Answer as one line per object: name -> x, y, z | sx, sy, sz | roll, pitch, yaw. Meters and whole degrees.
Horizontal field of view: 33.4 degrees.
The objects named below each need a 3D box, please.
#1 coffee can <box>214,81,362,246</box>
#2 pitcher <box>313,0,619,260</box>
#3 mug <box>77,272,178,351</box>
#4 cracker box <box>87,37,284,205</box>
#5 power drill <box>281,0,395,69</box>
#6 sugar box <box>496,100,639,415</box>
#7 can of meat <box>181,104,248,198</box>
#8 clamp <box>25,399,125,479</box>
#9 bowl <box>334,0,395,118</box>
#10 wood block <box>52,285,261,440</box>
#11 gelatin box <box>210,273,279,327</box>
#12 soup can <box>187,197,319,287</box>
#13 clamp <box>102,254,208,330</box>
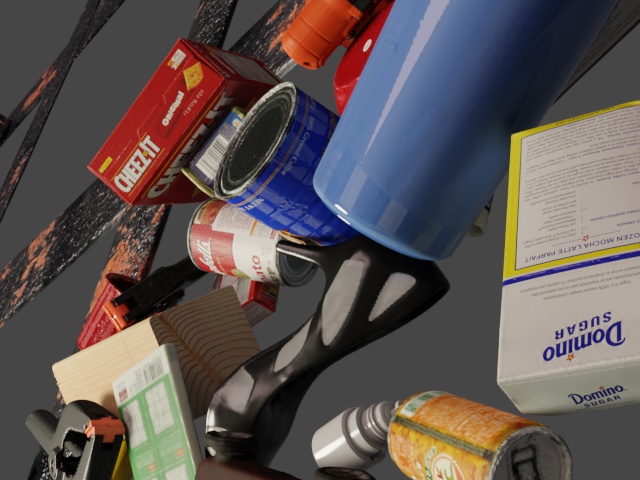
coffee can -> 0.004, -0.041, 0.820 | 0.103, 0.140, 0.103 | -44, 28, 30
pitcher -> 0.091, -0.118, 0.695 | 0.243, 0.145, 0.149 | -61, -11, 14
mug -> -0.196, 0.098, 1.126 | 0.117, 0.093, 0.081 | 33, 98, 30
cracker box -> -0.127, -0.118, 1.129 | 0.164, 0.072, 0.213 | -52, -11, 14
power drill -> 0.047, -0.239, 0.987 | 0.184, 0.057, 0.187 | -47, -3, 14
sugar box -> 0.149, 0.006, 0.575 | 0.093, 0.048, 0.176 | -14, 48, 29
can of meat -> -0.076, -0.078, 1.073 | 0.057, 0.102, 0.084 | 43, 99, 33
clamp -> -0.221, 0.190, 0.939 | 0.210, 0.036, 0.164 | -53, 45, 44
bowl -> 0.061, -0.152, 0.911 | 0.162, 0.055, 0.162 | -46, 22, 25
wood block -> -0.146, 0.118, 0.944 | 0.090, 0.091, 0.207 | -21, -2, -39
gelatin box -> -0.072, 0.049, 0.998 | 0.089, 0.030, 0.073 | -37, 33, 41
soup can -> -0.056, 0.001, 0.933 | 0.102, 0.068, 0.068 | 9, 66, 35
clamp -> -0.139, 0.039, 1.011 | 0.120, 0.039, 0.171 | -45, -3, 21
